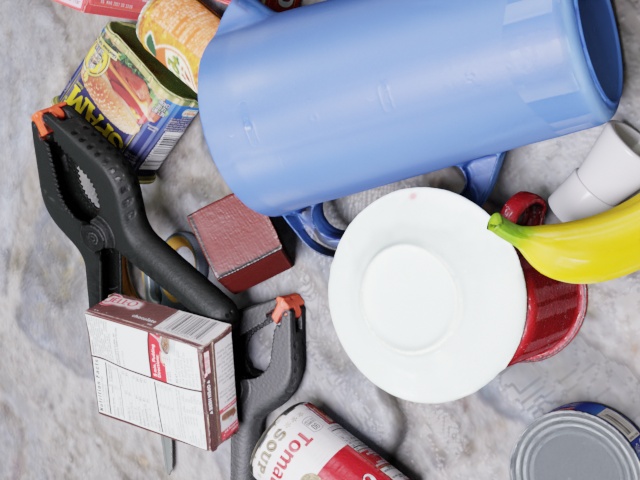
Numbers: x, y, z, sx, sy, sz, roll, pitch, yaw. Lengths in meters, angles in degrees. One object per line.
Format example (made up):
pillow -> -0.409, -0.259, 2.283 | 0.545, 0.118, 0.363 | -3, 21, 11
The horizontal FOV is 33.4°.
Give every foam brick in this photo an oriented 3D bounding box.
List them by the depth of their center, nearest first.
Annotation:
foam brick -> -0.055, 0.001, 0.760 | 0.051, 0.078, 0.053 | -26, 79, -1

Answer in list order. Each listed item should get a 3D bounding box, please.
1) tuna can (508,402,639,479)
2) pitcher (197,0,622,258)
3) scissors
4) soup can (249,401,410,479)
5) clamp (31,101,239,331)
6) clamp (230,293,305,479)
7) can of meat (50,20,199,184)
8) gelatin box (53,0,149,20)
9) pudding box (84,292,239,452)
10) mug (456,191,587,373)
tuna can -> 0.164, 0.145, 0.668 | 0.086, 0.033, 0.086 | 3, 96, 32
pitcher -> 0.058, -0.090, 0.666 | 0.243, 0.149, 0.145 | -11, 58, 29
scissors -> -0.114, 0.080, 0.847 | 0.096, 0.016, 0.202 | -20, 84, 32
soup can -> 0.009, 0.168, 0.748 | 0.102, 0.068, 0.068 | 34, 111, 26
clamp -> -0.149, -0.006, 0.797 | 0.165, 0.036, 0.210 | -10, 106, 40
clamp -> -0.057, 0.118, 0.802 | 0.120, 0.039, 0.172 | 44, 113, 8
can of meat -> -0.148, -0.108, 0.829 | 0.102, 0.057, 0.084 | 48, 114, 20
gelatin box -> -0.186, -0.199, 0.834 | 0.089, 0.073, 0.030 | 24, 106, 29
pudding box -> -0.116, 0.095, 0.776 | 0.114, 0.039, 0.090 | 13, 118, 32
mug -> 0.112, 0.026, 0.662 | 0.093, 0.081, 0.117 | 26, 107, 28
